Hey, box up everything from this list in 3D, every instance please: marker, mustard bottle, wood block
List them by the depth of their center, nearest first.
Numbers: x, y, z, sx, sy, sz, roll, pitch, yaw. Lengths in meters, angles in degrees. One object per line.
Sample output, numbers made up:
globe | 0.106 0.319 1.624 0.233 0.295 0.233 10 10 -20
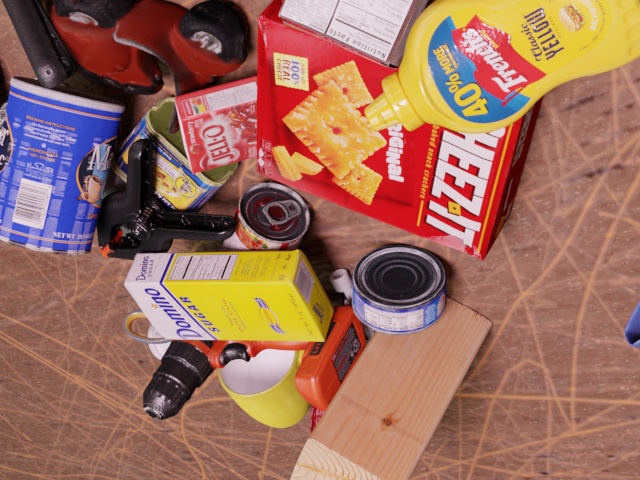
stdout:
mustard bottle | 0.115 -0.126 0.711 0.192 0.058 0.096 -28 109 17
wood block | 0.066 0.144 0.961 0.091 0.205 0.090 29 140 9
marker | 0.041 0.080 1.063 0.020 0.020 0.121 -2 127 37

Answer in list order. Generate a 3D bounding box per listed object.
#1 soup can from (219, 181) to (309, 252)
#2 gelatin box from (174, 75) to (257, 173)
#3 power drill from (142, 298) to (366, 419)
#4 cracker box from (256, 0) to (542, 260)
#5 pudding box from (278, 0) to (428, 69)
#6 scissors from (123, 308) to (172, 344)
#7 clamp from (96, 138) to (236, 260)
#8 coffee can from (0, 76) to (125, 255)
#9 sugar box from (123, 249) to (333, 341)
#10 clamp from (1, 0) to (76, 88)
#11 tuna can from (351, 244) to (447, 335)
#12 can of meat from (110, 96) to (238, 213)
soup can | -0.057 0.001 1.019 0.068 0.068 0.102 33 141 4
gelatin box | -0.084 -0.098 0.923 0.089 0.073 0.030 91 162 -63
power drill | -0.064 0.111 1.040 0.188 0.184 0.057 8 138 30
cracker box | 0.054 -0.093 0.842 0.214 0.072 0.164 22 139 16
pudding box | 0.034 -0.189 0.745 0.090 0.039 0.113 27 104 11
scissors | -0.113 0.068 1.154 0.202 0.096 0.016 -7 154 3
clamp | -0.167 -0.030 0.999 0.172 0.039 0.120 -20 113 42
coffee can | -0.243 -0.068 0.969 0.103 0.102 0.140 18 99 21
sugar box | -0.086 0.053 0.999 0.176 0.048 0.093 -4 138 23
clamp | -0.269 -0.224 0.925 0.210 0.036 0.165 65 175 -21
tuna can | 0.070 0.043 0.953 0.086 0.086 0.034 17 135 23
can of meat | -0.138 -0.075 1.012 0.102 0.057 0.084 43 139 -7
